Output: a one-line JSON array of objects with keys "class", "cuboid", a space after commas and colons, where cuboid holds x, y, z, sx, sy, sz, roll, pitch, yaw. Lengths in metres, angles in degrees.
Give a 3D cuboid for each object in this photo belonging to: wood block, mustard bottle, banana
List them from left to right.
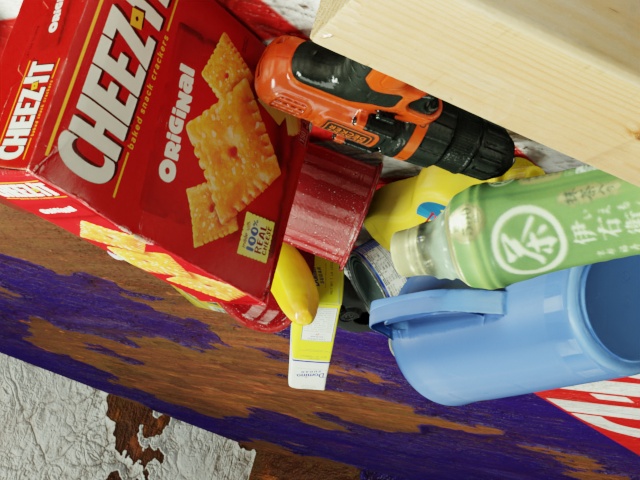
[{"class": "banana", "cuboid": [-0.057, 0.010, 0.874, 0.069, 0.037, 0.198, -19, -137, -41]}, {"class": "mustard bottle", "cuboid": [0.112, -0.025, 0.811, 0.096, 0.058, 0.192, 26, 161, -15]}, {"class": "wood block", "cuboid": [0.112, -0.105, 0.497, 0.206, 0.090, 0.091, 21, 162, -17]}]

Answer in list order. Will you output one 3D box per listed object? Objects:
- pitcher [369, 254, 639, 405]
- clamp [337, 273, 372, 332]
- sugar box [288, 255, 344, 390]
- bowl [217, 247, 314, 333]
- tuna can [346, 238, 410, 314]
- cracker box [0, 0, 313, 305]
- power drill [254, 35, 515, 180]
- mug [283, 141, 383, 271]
[{"class": "pitcher", "cuboid": [0.163, 0.065, 0.882, 0.145, 0.149, 0.243, 56, 152, -7]}, {"class": "clamp", "cuboid": [0.019, 0.074, 1.202, 0.120, 0.039, 0.171, -25, 142, 36]}, {"class": "sugar box", "cuboid": [-0.007, 0.071, 1.078, 0.048, 0.093, 0.176, 6, 144, -5]}, {"class": "bowl", "cuboid": [-0.056, 0.001, 0.975, 0.162, 0.055, 0.162, 28, 131, 36]}, {"class": "tuna can", "cuboid": [0.059, 0.041, 1.037, 0.086, 0.033, 0.086, 55, 165, 23]}, {"class": "cracker box", "cuboid": [-0.097, -0.070, 0.671, 0.072, 0.164, 0.213, 1, 159, 36]}, {"class": "power drill", "cuboid": [0.069, -0.093, 0.632, 0.184, 0.057, 0.188, 17, 163, -17]}, {"class": "mug", "cuboid": [-0.005, -0.031, 0.855, 0.081, 0.093, 0.117, 21, 170, -1]}]
